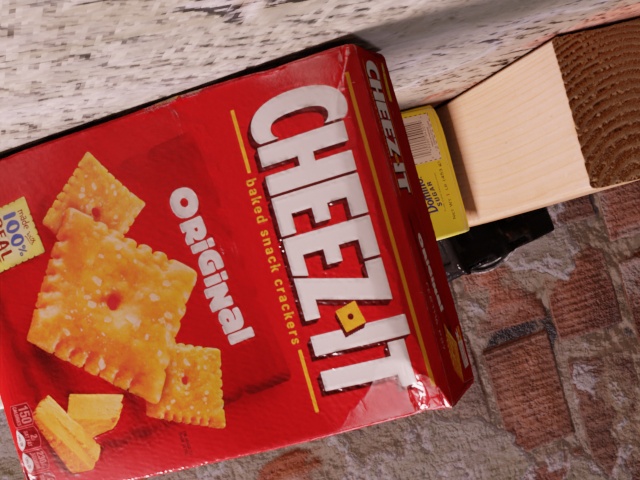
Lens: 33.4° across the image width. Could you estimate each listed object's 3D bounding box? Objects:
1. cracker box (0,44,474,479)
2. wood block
[{"bbox_3d":[-0.055,0.019,0.501,0.214,0.164,0.072,-16,180,16],"label":"cracker box"},{"bbox_3d":[0.154,-0.071,0.704,0.090,0.091,0.206,-15,178,-16],"label":"wood block"}]
